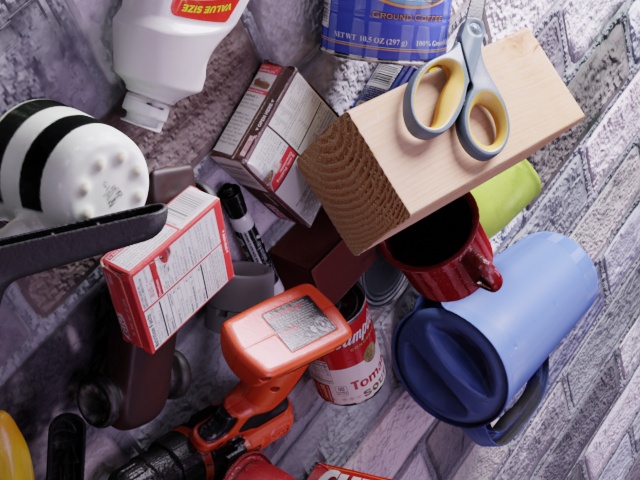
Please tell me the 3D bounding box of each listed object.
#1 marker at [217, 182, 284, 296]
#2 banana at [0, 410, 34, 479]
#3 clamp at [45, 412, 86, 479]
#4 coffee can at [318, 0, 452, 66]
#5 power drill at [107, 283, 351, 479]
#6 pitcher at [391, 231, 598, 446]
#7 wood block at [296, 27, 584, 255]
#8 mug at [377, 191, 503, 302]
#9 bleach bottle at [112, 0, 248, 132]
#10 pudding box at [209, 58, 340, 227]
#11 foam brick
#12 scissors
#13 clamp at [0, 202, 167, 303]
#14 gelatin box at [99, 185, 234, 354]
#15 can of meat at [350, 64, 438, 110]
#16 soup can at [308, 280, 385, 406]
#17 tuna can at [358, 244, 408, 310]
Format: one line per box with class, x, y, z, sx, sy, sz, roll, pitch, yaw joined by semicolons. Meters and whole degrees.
marker;-0.056;0.001;0.855;0.020;0.020;0.121;-48;137;-27
banana;-0.228;0.212;0.715;0.069;0.037;0.198;26;85;-53
clamp;-0.172;0.213;0.719;0.039;0.120;0.172;2;129;-16
coffee can;0.056;-0.214;0.830;0.102;0.103;0.140;-15;117;-48
power drill;-0.068;0.123;0.801;0.184;0.057;0.188;-26;158;-44
pitcher;0.197;0.092;1.123;0.242;0.145;0.149;-32;149;-44
wood block;0.096;-0.080;0.840;0.205;0.090;0.091;-29;85;-34
mug;0.113;0.009;0.936;0.093;0.117;0.081;-51;145;-9
bleach bottle;-0.074;-0.193;0.712;0.102;0.068;0.251;15;96;-53
pudding box;-0.026;-0.074;0.844;0.090;0.039;0.113;-62;144;-12
foam brick;0.003;0.013;0.907;0.078;0.051;0.053;-45;137;-30
scissors;0.126;-0.141;0.813;0.096;0.016;0.201;40;59;-12
clamp;-0.199;0.011;0.601;0.164;0.036;0.210;33;96;-13
gelatin box;-0.099;0.019;0.703;0.089;0.030;0.073;-44;144;-33
can of meat;0.077;-0.116;0.941;0.084;0.058;0.102;-58;141;-11
soup can;0.017;0.090;0.945;0.068;0.069;0.102;-45;137;-30
tuna can;0.050;0.019;0.983;0.085;0.034;0.086;-25;124;-44
